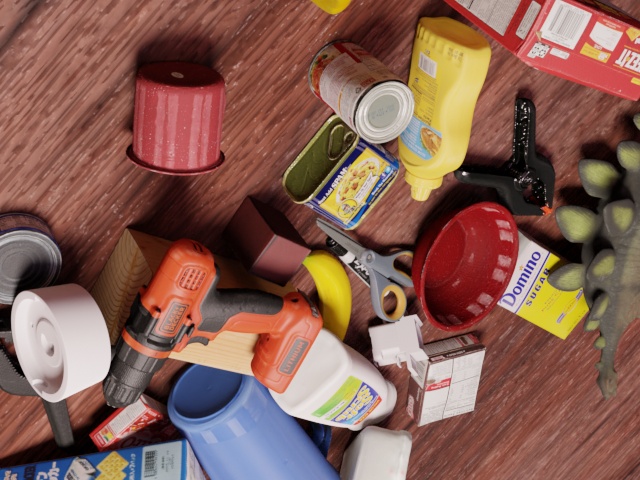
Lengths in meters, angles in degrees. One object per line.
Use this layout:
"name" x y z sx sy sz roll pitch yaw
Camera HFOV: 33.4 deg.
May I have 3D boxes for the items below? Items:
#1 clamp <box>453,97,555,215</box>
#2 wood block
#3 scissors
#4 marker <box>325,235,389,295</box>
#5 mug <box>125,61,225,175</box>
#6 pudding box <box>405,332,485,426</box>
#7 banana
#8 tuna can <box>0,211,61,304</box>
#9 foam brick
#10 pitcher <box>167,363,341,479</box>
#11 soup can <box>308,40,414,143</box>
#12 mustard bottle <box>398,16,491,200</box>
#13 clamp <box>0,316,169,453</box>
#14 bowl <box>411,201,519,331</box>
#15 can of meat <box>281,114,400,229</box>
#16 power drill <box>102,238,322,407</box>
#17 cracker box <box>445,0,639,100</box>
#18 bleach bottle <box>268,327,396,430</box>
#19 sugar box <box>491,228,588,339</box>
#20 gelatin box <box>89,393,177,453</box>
"clamp" 0.222 -0.075 1.248 0.120 0.039 0.171 -36 132 -2
"wood block" -0.122 0.070 1.117 0.205 0.090 0.091 19 111 -38
"scissors" 0.051 0.038 1.213 0.201 0.016 0.096 14 91 -45
"marker" 0.043 0.029 1.229 0.020 0.020 0.121 -43 132 3
"mug" -0.125 -0.119 0.994 0.117 0.093 0.081 -30 135 -52
"pudding box" 0.163 0.182 1.393 0.089 0.039 0.113 -12 128 -24
"banana" 0.002 0.082 1.235 0.069 0.037 0.198 -6 125 -3
"tuna can" -0.292 0.018 1.019 0.086 0.034 0.086 -15 127 -21
"foam brick" -0.057 0.001 1.115 0.051 0.078 0.053 24 110 -39
"pitcher" -0.073 0.235 1.246 0.145 0.149 0.242 -24 128 6
"soup can" 0.040 -0.147 1.050 0.068 0.102 0.068 -15 127 -21
"mustard bottle" 0.121 -0.128 1.114 0.058 0.096 0.192 -8 125 -28
"clamp" -0.264 0.127 1.109 0.164 0.036 0.209 -41 136 -1
"bowl" 0.159 0.023 1.254 0.161 0.055 0.162 -19 121 -34
"can of meat" 0.024 -0.070 1.126 0.083 0.057 0.102 31 103 -42
"power drill" -0.104 0.098 1.046 0.187 0.057 0.185 16 113 -36
"cracker box" 0.201 -0.223 1.015 0.163 0.214 0.072 11 117 -35
"bleach bottle" 0.035 0.175 1.265 0.102 0.068 0.250 -44 151 8
"sugar box" 0.281 0.057 1.369 0.176 0.048 0.093 25 106 -41
"gelatin box" -0.204 0.211 1.190 0.073 0.030 0.089 -41 151 0
